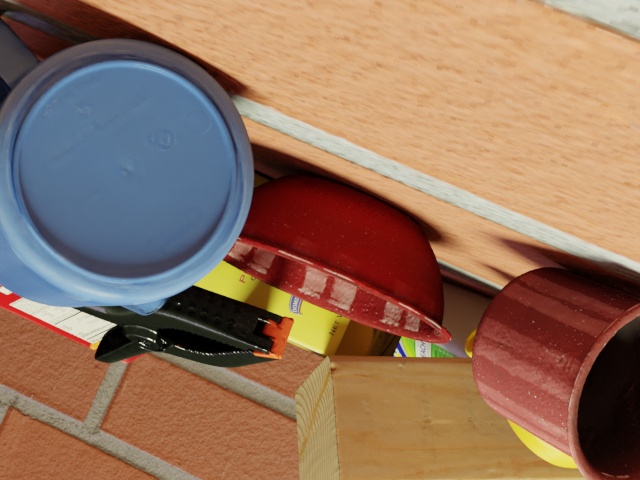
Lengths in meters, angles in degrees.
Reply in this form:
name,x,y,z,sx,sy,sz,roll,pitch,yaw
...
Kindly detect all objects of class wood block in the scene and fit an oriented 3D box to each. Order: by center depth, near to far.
name,x,y,z,sx,sy,sz,roll,pitch,yaw
wood block,0.095,0.135,0.739,0.205,0.090,0.091,3,155,-16

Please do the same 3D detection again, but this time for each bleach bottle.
name,x,y,z,sx,sy,sz,roll,pitch,yaw
bleach bottle,0.051,0.058,0.890,0.251,0.068,0.102,22,149,27

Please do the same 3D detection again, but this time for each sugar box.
name,x,y,z,sx,sy,sz,roll,pitch,yaw
sugar box,-0.055,0.001,0.717,0.176,0.093,0.048,25,175,-11

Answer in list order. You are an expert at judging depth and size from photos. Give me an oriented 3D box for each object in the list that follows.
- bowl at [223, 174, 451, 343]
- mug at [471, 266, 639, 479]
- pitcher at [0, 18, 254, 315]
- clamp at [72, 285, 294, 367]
name,x,y,z,sx,sy,sz,roll,pitch,yaw
bowl,0.009,0.005,0.625,0.162,0.055,0.162,22,170,4
mug,0.137,0.058,0.518,0.117,0.093,0.082,-14,-159,-26
pitcher,-0.120,-0.035,0.531,0.149,0.145,0.243,11,176,-18
clamp,-0.118,0.047,0.696,0.210,0.036,0.164,2,152,35
